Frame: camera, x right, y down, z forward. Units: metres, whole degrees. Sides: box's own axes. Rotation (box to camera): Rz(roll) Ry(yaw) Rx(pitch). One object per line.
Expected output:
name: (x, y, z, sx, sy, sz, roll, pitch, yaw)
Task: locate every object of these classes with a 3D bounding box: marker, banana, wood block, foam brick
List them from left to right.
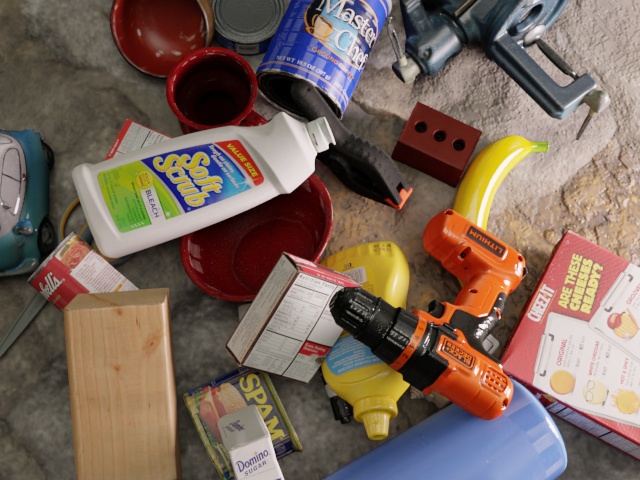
wood block: (-0.179, 0.155, 0.983, 0.090, 0.091, 0.206, -4, 96, -4)
marker: (0.006, 0.126, 1.072, 0.020, 0.020, 0.121, -17, 75, -7)
foam brick: (0.122, -0.101, 1.128, 0.078, 0.051, 0.053, 25, 74, 5)
banana: (0.175, -0.039, 1.119, 0.069, 0.037, 0.197, 26, 74, 7)

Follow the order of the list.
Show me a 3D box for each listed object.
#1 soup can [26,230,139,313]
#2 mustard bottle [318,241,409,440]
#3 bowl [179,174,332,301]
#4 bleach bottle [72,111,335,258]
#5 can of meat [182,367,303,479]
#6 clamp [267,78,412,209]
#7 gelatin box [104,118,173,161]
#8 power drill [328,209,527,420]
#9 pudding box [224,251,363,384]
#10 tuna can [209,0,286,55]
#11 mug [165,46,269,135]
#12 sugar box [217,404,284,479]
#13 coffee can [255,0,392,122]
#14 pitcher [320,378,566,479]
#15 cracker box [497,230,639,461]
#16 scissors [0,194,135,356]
soup can: (-0.227, 0.049, 1.049, 0.102, 0.069, 0.068, 42, 76, -7)
mustard bottle: (0.046, 0.099, 1.032, 0.096, 0.058, 0.191, -18, 56, 21)
bowl: (-0.057, 0.001, 1.071, 0.162, 0.055, 0.162, -10, 56, 15)
bleach bottle: (-0.110, -0.070, 1.051, 0.251, 0.068, 0.102, -21, 85, 6)
can of meat: (-0.076, 0.176, 1.036, 0.084, 0.057, 0.102, -25, 76, -7)
clamp: (0.016, -0.092, 1.109, 0.171, 0.120, 0.039, 43, 72, -11)
gelatin box: (-0.179, -0.076, 1.121, 0.089, 0.030, 0.073, 23, 72, 5)
power drill: (0.110, 0.057, 0.997, 0.184, 0.057, 0.187, 34, 47, -6)
pudding box: (-0.023, 0.074, 1.001, 0.113, 0.089, 0.039, -59, 39, 12)
tuna can: (-0.080, -0.248, 1.173, 0.086, 0.034, 0.086, 1, 73, -2)
mug: (-0.100, -0.136, 1.113, 0.117, 0.081, 0.093, 28, 75, 8)
sugar box: (-0.046, 0.246, 0.962, 0.048, 0.093, 0.176, -21, 101, -8)
coffee can: (0.003, -0.208, 1.129, 0.103, 0.103, 0.140, 23, 74, 4)
pitcher: (0.110, 0.236, 0.984, 0.242, 0.145, 0.149, -31, 76, -14)
cracker box: (0.300, 0.115, 1.061, 0.214, 0.072, 0.164, 28, 73, 7)
scissors: (-0.252, 0.043, 1.089, 0.096, 0.016, 0.201, 19, 74, 3)
